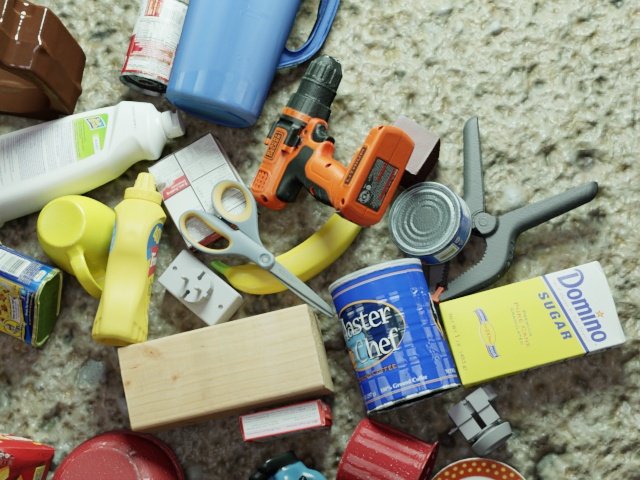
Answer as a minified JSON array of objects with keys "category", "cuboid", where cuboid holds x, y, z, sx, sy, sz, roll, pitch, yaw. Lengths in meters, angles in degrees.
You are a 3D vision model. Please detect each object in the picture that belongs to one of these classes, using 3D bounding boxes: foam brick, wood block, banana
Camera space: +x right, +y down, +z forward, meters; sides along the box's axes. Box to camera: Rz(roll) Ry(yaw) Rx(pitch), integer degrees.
[{"category":"foam brick","cuboid":[0.096,-0.094,1.169,0.053,0.078,0.051,32,82,12]},{"category":"wood block","cuboid":[-0.099,0.140,1.138,0.206,0.091,0.090,-14,77,4]},{"category":"banana","cuboid":[-0.024,0.011,1.183,0.198,0.037,0.069,-25,78,2]}]

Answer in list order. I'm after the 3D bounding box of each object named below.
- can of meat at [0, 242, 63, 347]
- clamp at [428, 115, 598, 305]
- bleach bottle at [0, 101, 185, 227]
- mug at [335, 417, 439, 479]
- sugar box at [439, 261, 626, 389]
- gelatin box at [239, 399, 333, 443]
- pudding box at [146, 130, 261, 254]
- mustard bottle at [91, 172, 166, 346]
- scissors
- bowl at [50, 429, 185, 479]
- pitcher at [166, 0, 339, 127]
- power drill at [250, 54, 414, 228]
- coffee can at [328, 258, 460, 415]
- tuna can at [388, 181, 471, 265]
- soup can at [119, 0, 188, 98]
[{"category":"can of meat","cuboid":[-0.337,0.061,1.184,0.084,0.102,0.057,22,38,9]},{"category":"clamp","cuboid":[0.175,-0.026,1.164,0.165,0.036,0.210,40,90,22]},{"category":"bleach bottle","cuboid":[-0.276,-0.094,1.217,0.251,0.068,0.102,-15,67,6]},{"category":"mug","cuboid":[0.065,0.245,1.104,0.081,0.093,0.117,22,117,16]},{"category":"sugar box","cuboid":[0.223,0.089,1.130,0.176,0.048,0.093,-17,76,5]},{"category":"gelatin box","cuboid":[-0.035,0.191,1.128,0.089,0.073,0.030,-13,77,5]},{"category":"pudding box","cuboid":[-0.133,-0.054,1.211,0.090,0.039,0.113,-30,78,0]},{"category":"mustard bottle","cuboid":[-0.206,0.019,1.170,0.058,0.096,0.191,8,78,-2]},{"category":"scissors","cuboid":[-0.058,0.001,1.162,0.202,0.016,0.096,23,82,11]},{"category":"bowl","cuboid":[-0.226,0.270,1.126,0.162,0.055,0.162,-5,62,9]},{"category":"pitcher","cuboid":[-0.080,-0.253,1.208,0.149,0.144,0.243,14,84,24]},{"category":"power drill","cuboid":[0.015,-0.103,1.144,0.188,0.057,0.184,26,94,51]},{"category":"coffee can","cuboid":[0.077,0.101,1.117,0.103,0.103,0.140,-18,77,3]},{"category":"tuna can","cuboid":[0.117,-0.019,1.147,0.086,0.033,0.086,-9,70,25]},{"category":"soup can","cuboid":[-0.187,-0.225,1.239,0.068,0.068,0.102,12,80,10]}]
